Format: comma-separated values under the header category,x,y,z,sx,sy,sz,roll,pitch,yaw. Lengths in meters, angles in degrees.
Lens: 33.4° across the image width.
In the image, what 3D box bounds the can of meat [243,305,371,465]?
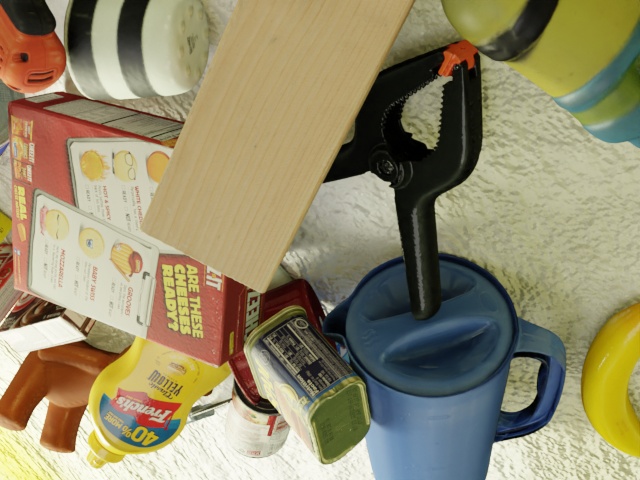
category,x,y,z,sx,sy,sz,roll,pitch,yaw
can of meat,-0.007,0.113,0.823,0.084,0.057,0.102,46,161,33

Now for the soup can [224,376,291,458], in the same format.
category,x,y,z,sx,sy,sz,roll,pitch,yaw
soup can,-0.058,0.166,1.063,0.068,0.068,0.102,23,143,6

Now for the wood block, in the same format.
category,x,y,z,sx,sy,sz,roll,pitch,yaw
wood block,-0.024,-0.085,0.662,0.091,0.090,0.206,27,113,0

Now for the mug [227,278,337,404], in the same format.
category,x,y,z,sx,sy,sz,roll,pitch,yaw
mug,-0.038,0.080,0.910,0.081,0.093,0.117,-23,158,6

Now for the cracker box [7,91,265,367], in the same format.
category,x,y,z,sx,sy,sz,roll,pitch,yaw
cracker box,-0.143,-0.015,0.836,0.214,0.072,0.164,17,115,26

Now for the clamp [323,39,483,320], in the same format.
category,x,y,z,sx,sy,sz,roll,pitch,yaw
clamp,0.045,-0.058,0.748,0.165,0.036,0.210,34,132,16

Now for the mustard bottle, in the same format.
category,x,y,z,sx,sy,sz,roll,pitch,yaw
mustard bottle,-0.166,0.148,1.024,0.096,0.058,0.192,34,108,-17

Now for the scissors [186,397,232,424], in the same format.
category,x,y,z,sx,sy,sz,roll,pitch,yaw
scissors,-0.119,0.176,1.103,0.202,0.096,0.016,-26,80,44

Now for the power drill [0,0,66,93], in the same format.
category,x,y,z,sx,sy,sz,roll,pitch,yaw
power drill,-0.202,-0.216,0.679,0.184,0.057,0.188,54,139,21

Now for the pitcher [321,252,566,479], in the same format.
category,x,y,z,sx,sy,sz,roll,pitch,yaw
pitcher,0.101,0.133,0.890,0.149,0.144,0.243,45,158,33

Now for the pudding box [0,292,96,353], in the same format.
category,x,y,z,sx,sy,sz,roll,pitch,yaw
pudding box,-0.251,0.059,1.036,0.114,0.090,0.039,-12,130,39

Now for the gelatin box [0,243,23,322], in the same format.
category,x,y,z,sx,sy,sz,roll,pitch,yaw
gelatin box,-0.328,0.041,1.060,0.073,0.089,0.030,2,135,28
